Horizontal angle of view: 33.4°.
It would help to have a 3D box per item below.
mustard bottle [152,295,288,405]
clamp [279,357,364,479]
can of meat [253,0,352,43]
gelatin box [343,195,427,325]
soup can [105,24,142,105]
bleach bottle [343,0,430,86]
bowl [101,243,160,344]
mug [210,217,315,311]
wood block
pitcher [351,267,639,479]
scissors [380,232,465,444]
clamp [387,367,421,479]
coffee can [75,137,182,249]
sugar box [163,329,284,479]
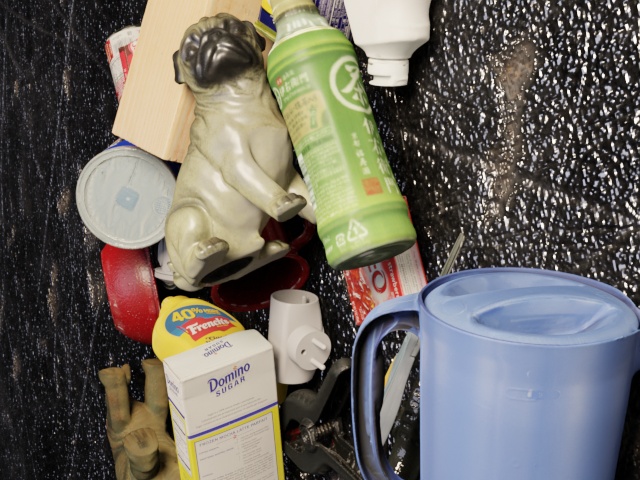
[{"bbox_3d":[-0.116,0.107,1.078,0.192,0.096,0.058,39,127,50],"label":"mustard bottle"},{"bbox_3d":[0.002,0.160,0.947,0.172,0.039,0.120,-4,91,59],"label":"clamp"},{"bbox_3d":[-0.008,-0.205,0.892,0.102,0.057,0.084,43,128,48],"label":"can of meat"},{"bbox_3d":[0.048,0.017,0.859,0.073,0.030,0.089,-32,68,55],"label":"gelatin box"},{"bbox_3d":[-0.199,-0.182,1.197,0.069,0.068,0.102,-44,57,52],"label":"soup can"},{"bbox_3d":[0.060,-0.238,0.773,0.103,0.067,0.251,25,118,54],"label":"bleach bottle"},{"bbox_3d":[-0.214,0.052,1.217,0.162,0.055,0.162,169,90,-81],"label":"bowl"},{"bbox_3d":[-0.056,0.001,0.985,0.117,0.093,0.081,-34,56,21],"label":"mug"},{"bbox_3d":[-0.104,-0.177,0.968,0.091,0.090,0.206,27,104,44],"label":"wood block"},{"bbox_3d":[0.112,0.145,0.674,0.149,0.144,0.243,24,118,52],"label":"pitcher"},{"bbox_3d":[0.066,0.090,0.796,0.202,0.016,0.096,109,-178,-48],"label":"scissors"},{"bbox_3d":[0.068,0.143,0.769,0.036,0.164,0.210,20,110,10],"label":"clamp"},{"bbox_3d":[-0.184,-0.059,1.100,0.140,0.103,0.103,-81,-4,-73],"label":"coffee can"},{"bbox_3d":[-0.085,0.173,0.973,0.048,0.093,0.176,36,137,51],"label":"sugar box"}]
